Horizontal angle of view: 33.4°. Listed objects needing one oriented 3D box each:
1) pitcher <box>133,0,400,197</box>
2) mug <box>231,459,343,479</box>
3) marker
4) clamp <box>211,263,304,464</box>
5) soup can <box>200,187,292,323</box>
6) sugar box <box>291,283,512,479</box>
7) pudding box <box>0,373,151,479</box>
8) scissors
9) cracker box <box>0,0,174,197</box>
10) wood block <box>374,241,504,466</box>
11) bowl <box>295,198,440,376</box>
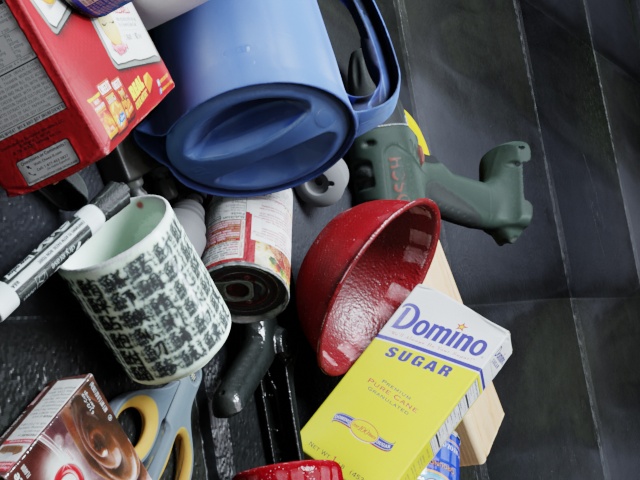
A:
[{"bbox_3d":[-0.051,-0.164,0.774,0.149,0.145,0.243,19,49,-45],"label":"pitcher"},{"bbox_3d":[-0.016,0.207,0.772,0.117,0.093,0.081,39,40,-65],"label":"mug"},{"bbox_3d":[-0.155,0.003,0.636,0.121,0.020,0.020,-49,123,-37],"label":"marker"},{"bbox_3d":[-0.037,0.094,0.829,0.120,0.039,0.171,67,25,-43],"label":"clamp"},{"bbox_3d":[-0.055,0.001,0.792,0.068,0.069,0.102,50,30,-41],"label":"soup can"},{"bbox_3d":[0.068,0.125,0.862,0.176,0.093,0.048,-52,151,-17],"label":"sugar box"},{"bbox_3d":[-0.142,0.148,0.612,0.113,0.039,0.090,64,31,-22],"label":"pudding box"},{"bbox_3d":[-0.104,0.091,0.731,0.096,0.016,0.201,47,40,-43],"label":"scissors"},{"bbox_3d":[-0.174,-0.147,0.584,0.213,0.072,0.164,62,14,-16],"label":"cracker box"},{"bbox_3d":[0.089,0.104,1.000,0.090,0.091,0.206,-49,121,-57],"label":"wood block"},{"bbox_3d":[0.029,0.026,0.857,0.161,0.055,0.162,-43,152,-30],"label":"bowl"}]
